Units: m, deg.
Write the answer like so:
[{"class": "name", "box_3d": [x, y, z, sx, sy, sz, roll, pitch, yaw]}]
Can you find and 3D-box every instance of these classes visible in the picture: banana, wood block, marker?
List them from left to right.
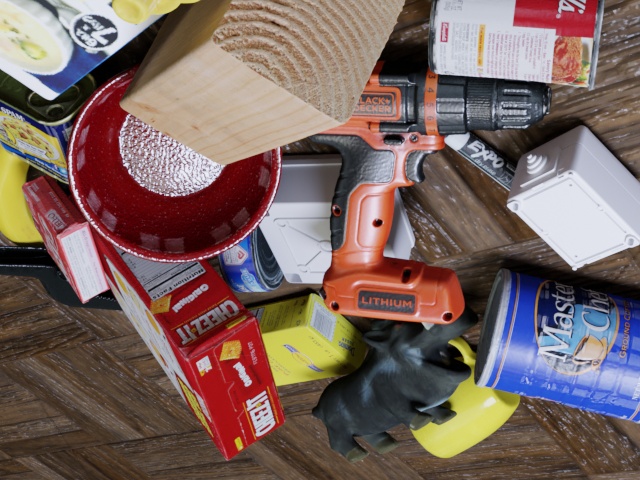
[{"class": "banana", "box_3d": [-0.271, -0.041, 0.974, 0.069, 0.037, 0.198, -14, 146, -7]}, {"class": "wood block", "box_3d": [-0.045, -0.116, 0.671, 0.090, 0.091, 0.206, 30, 166, -19]}, {"class": "marker", "box_3d": [0.119, -0.065, 0.802, 0.121, 0.020, 0.020, 33, 141, -22]}]

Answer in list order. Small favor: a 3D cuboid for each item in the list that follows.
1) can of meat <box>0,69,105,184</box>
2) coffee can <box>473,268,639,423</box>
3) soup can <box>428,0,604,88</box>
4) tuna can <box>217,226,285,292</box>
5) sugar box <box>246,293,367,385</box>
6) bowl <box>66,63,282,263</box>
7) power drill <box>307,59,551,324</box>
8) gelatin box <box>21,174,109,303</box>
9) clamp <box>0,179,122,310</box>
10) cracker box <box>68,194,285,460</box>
[{"class": "can of meat", "box_3d": [-0.216, -0.099, 0.837, 0.102, 0.057, 0.084, 28, 151, 20]}, {"class": "coffee can", "box_3d": [0.210, 0.089, 0.902, 0.140, 0.102, 0.103, 13, 144, 4]}, {"class": "soup can", "box_3d": [0.123, -0.133, 0.668, 0.102, 0.068, 0.068, 7, 144, 13]}, {"class": "tuna can", "box_3d": [-0.056, 0.001, 0.901, 0.034, 0.086, 0.086, -2, 141, 19]}, {"class": "sugar box", "box_3d": [-0.051, 0.107, 1.075, 0.177, 0.048, 0.093, -17, 134, 36]}, {"class": "bowl", "box_3d": [-0.112, -0.066, 0.822, 0.162, 0.055, 0.162, -3, 113, -7]}, {"class": "power drill", "box_3d": [0.068, -0.037, 0.764, 0.185, 0.057, 0.188, 5, 109, 16]}, {"class": "gelatin box", "box_3d": [-0.215, -0.002, 0.900, 0.073, 0.030, 0.089, 47, 157, 35]}, {"class": "clamp", "box_3d": [-0.247, 0.019, 1.002, 0.165, 0.036, 0.209, -26, 142, 12]}, {"class": "cracker box", "box_3d": [-0.121, 0.059, 0.918, 0.214, 0.072, 0.164, 47, 161, 35]}]
